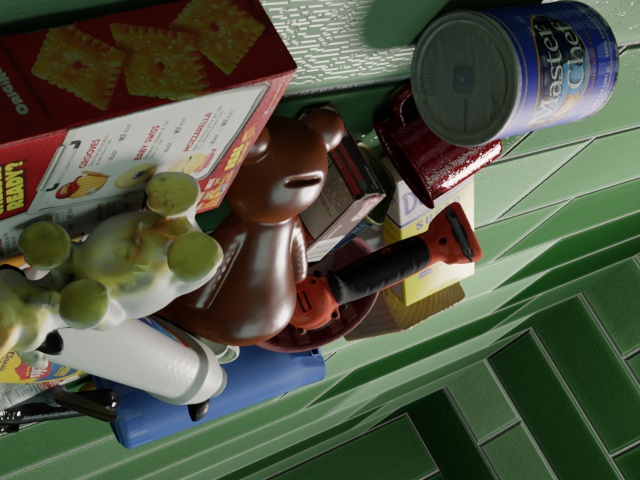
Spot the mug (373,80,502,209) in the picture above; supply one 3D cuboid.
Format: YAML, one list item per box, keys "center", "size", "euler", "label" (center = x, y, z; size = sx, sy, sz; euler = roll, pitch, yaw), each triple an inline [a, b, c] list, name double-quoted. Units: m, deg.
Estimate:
- center: [0.101, -0.096, 0.934]
  size: [0.081, 0.093, 0.117]
  euler: [-34, 129, -3]
  label: "mug"

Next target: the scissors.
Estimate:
- center: [-0.253, 0.143, 0.941]
  size: [0.096, 0.016, 0.202]
  euler: [-24, -158, -23]
  label: "scissors"

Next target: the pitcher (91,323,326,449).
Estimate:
- center: [-0.128, 0.136, 1.197]
  size: [0.242, 0.145, 0.149]
  euler: [-21, 151, -17]
  label: "pitcher"

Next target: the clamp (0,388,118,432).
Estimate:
- center: [-0.331, 0.176, 1.062]
  size: [0.165, 0.036, 0.209]
  euler: [-20, 164, 38]
  label: "clamp"

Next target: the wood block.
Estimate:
- center: [0.079, 0.058, 1.270]
  size: [0.090, 0.090, 0.206]
  euler: [-25, 179, -18]
  label: "wood block"

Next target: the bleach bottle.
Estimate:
- center: [-0.157, 0.068, 0.784]
  size: [0.068, 0.103, 0.250]
  euler: [-58, 142, -3]
  label: "bleach bottle"

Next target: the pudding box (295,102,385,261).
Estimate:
- center: [-0.007, -0.044, 0.874]
  size: [0.039, 0.090, 0.114]
  euler: [-14, 159, -41]
  label: "pudding box"

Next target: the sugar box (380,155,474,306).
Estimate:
- center: [0.112, -0.021, 1.102]
  size: [0.093, 0.048, 0.176]
  euler: [-25, 137, -17]
  label: "sugar box"

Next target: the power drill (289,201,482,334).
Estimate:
- center: [0.053, 0.031, 0.987]
  size: [0.187, 0.057, 0.184]
  euler: [-25, 177, 2]
  label: "power drill"

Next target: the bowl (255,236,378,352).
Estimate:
- center: [-0.021, 0.038, 1.101]
  size: [0.162, 0.055, 0.162]
  euler: [-9, 128, -12]
  label: "bowl"

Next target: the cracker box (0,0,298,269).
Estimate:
- center: [-0.140, -0.057, 0.622]
  size: [0.213, 0.072, 0.164]
  euler: [-19, 162, -31]
  label: "cracker box"

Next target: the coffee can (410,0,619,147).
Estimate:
- center: [0.155, -0.135, 0.847]
  size: [0.140, 0.103, 0.103]
  euler: [-16, 160, -41]
  label: "coffee can"
